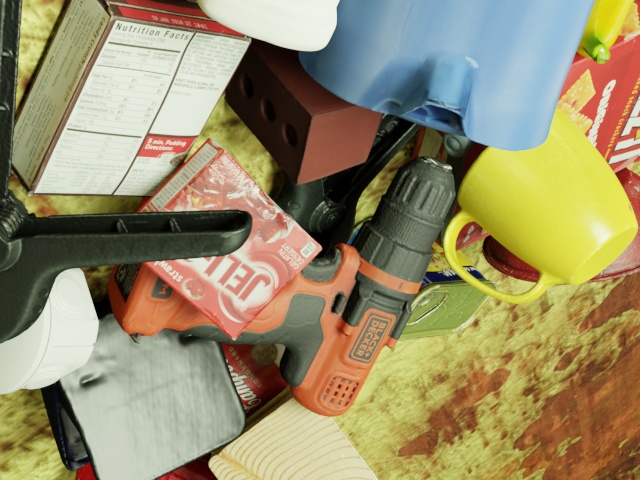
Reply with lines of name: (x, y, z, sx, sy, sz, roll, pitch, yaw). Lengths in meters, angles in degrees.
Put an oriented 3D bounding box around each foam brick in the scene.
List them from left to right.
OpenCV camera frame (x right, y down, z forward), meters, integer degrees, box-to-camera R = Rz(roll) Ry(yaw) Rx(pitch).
foam brick: (-0.009, -0.079, 0.597, 0.051, 0.078, 0.053, -21, 146, -31)

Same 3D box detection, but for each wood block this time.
wood block: (-0.023, 0.170, 0.827, 0.090, 0.091, 0.206, -36, 178, -5)

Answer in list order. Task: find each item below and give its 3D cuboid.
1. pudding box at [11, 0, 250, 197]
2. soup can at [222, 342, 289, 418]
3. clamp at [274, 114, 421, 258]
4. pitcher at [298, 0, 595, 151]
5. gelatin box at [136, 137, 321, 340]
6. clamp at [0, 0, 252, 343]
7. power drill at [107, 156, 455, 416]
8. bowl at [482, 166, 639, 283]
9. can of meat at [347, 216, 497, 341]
pudding box: (-0.100, -0.074, 0.546, 0.089, 0.039, 0.114, 0, 131, -47)
soup can: (-0.040, 0.079, 0.790, 0.102, 0.068, 0.068, -38, 150, -1)
clamp: (0.007, -0.031, 0.723, 0.120, 0.039, 0.172, -11, 138, -32)
pitcher: (0.085, -0.178, 0.505, 0.144, 0.149, 0.243, -6, 125, -43)
gelatin box: (-0.054, 0.001, 0.584, 0.073, 0.030, 0.089, -46, 121, -2)
clamp: (-0.147, -0.002, 0.520, 0.210, 0.164, 0.036, -44, -168, 23)
power drill: (-0.021, 0.012, 0.654, 0.187, 0.057, 0.184, 18, 104, -27)
bowl: (0.210, -0.025, 0.875, 0.161, 0.162, 0.055, -24, 116, -24)
can of meat: (0.073, 0.026, 0.825, 0.101, 0.084, 0.058, -2, 134, -47)
